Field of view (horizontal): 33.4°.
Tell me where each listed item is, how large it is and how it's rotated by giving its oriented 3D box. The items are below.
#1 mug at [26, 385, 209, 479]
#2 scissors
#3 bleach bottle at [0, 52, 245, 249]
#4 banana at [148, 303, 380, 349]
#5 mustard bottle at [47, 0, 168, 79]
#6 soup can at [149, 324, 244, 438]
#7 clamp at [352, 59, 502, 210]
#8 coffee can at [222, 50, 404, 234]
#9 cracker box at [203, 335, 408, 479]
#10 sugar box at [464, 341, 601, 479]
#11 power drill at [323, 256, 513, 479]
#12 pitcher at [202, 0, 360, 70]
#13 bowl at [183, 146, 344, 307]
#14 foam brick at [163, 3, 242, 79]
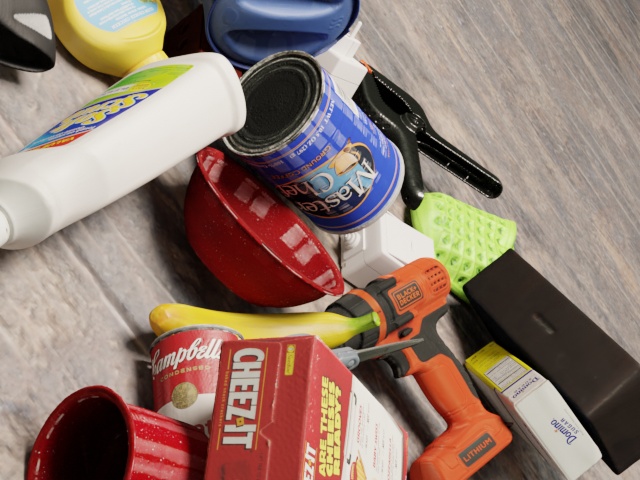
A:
[{"bbox_3d":[-0.118,0.153,0.635,0.081,0.093,0.117,29,72,-45],"label":"mug"},{"bbox_3d":[0.004,0.107,0.836,0.016,0.096,0.201,48,20,30],"label":"scissors"},{"bbox_3d":[-0.153,-0.058,0.738,0.250,0.103,0.068,-48,128,-53],"label":"bleach bottle"},{"bbox_3d":[-0.051,0.067,0.808,0.197,0.070,0.037,2,54,-36],"label":"banana"},{"bbox_3d":[-0.181,-0.195,0.864,0.191,0.058,0.096,55,44,-5],"label":"mustard bottle"},{"bbox_3d":[-0.080,0.117,0.726,0.068,0.069,0.102,25,45,-42],"label":"soup can"},{"bbox_3d":[0.091,-0.113,1.157,0.210,0.036,0.164,50,35,16],"label":"clamp"},{"bbox_3d":[-0.005,-0.081,0.918,0.140,0.103,0.103,41,34,-47],"label":"coffee can"},{"bbox_3d":[-0.005,0.173,0.685,0.213,0.072,0.164,51,39,-57],"label":"cracker box"},{"bbox_3d":[0.199,0.158,1.019,0.093,0.048,0.176,53,-4,-9],"label":"sugar box"},{"bbox_3d":[0.075,0.123,0.925,0.184,0.057,0.187,-27,91,-37],"label":"power drill"},{"bbox_3d":[-0.064,-0.283,0.939,0.149,0.145,0.243,88,-12,-60],"label":"pitcher"},{"bbox_3d":[-0.056,0.001,0.844,0.162,0.055,0.162,43,12,-12],"label":"bowl"},{"bbox_3d":[-0.105,-0.160,0.948,0.051,0.053,0.078,34,38,-34],"label":"foam brick"}]
